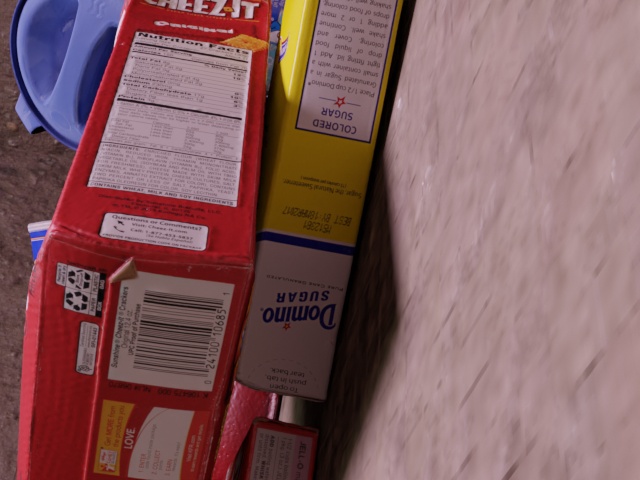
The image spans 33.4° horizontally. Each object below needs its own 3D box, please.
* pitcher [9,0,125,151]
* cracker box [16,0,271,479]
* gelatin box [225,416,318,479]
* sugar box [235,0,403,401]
[{"bbox_3d":[-0.124,-0.157,0.852,0.242,0.149,0.145,-34,-43,-55],"label":"pitcher"},{"bbox_3d":[-0.069,0.007,0.443,0.213,0.072,0.164,-92,13,-55],"label":"cracker box"},{"bbox_3d":[-0.027,0.126,0.440,0.073,0.030,0.089,116,164,-60],"label":"gelatin box"},{"bbox_3d":[-0.006,-0.028,0.461,0.093,0.048,0.176,-142,65,-81],"label":"sugar box"}]
